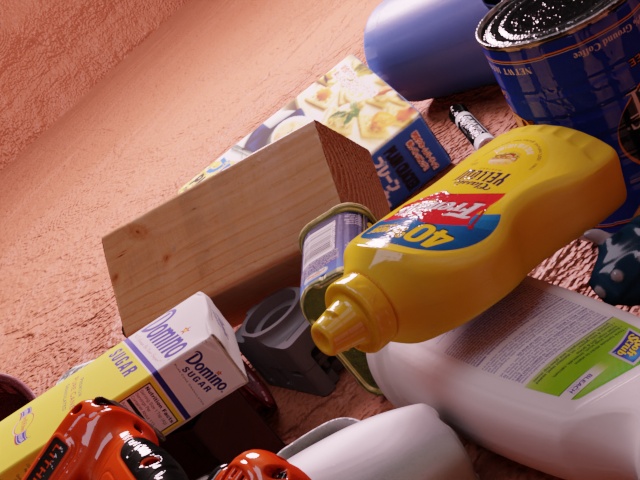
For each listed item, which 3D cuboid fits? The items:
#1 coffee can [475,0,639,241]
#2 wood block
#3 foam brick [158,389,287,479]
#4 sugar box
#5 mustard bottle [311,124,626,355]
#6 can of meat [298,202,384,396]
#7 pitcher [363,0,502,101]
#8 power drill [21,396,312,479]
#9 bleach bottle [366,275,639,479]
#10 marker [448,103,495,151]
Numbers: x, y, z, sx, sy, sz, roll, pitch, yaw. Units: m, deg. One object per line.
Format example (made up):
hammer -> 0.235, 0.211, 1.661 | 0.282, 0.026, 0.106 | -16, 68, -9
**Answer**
coffee can -> 0.168, -0.084, 0.641 | 0.103, 0.140, 0.103 | -24, 26, 12
wood block -> -0.055, 0.002, 0.824 | 0.206, 0.090, 0.090 | -27, 68, 23
foam brick -> -0.066, 0.134, 0.686 | 0.053, 0.078, 0.051 | -21, 25, 36
sugar box -> -0.133, 0.105, 0.668 | 0.176, 0.048, 0.093 | -36, 18, 0
mustard bottle -> 0.070, 0.003, 0.568 | 0.191, 0.058, 0.096 | -34, 28, -29
can of meat -> 0.029, 0.039, 0.693 | 0.057, 0.102, 0.084 | -32, 23, 17
pitcher -> 0.156, -0.204, 0.980 | 0.243, 0.149, 0.145 | -10, 49, 58
power drill -> -0.097, 0.164, 0.509 | 0.184, 0.057, 0.188 | -55, 33, -12
bleach bottle -> 0.121, 0.075, 0.516 | 0.102, 0.068, 0.251 | -39, 22, -12
marker -> 0.131, -0.096, 0.923 | 0.020, 0.020, 0.121 | -36, 21, 8
